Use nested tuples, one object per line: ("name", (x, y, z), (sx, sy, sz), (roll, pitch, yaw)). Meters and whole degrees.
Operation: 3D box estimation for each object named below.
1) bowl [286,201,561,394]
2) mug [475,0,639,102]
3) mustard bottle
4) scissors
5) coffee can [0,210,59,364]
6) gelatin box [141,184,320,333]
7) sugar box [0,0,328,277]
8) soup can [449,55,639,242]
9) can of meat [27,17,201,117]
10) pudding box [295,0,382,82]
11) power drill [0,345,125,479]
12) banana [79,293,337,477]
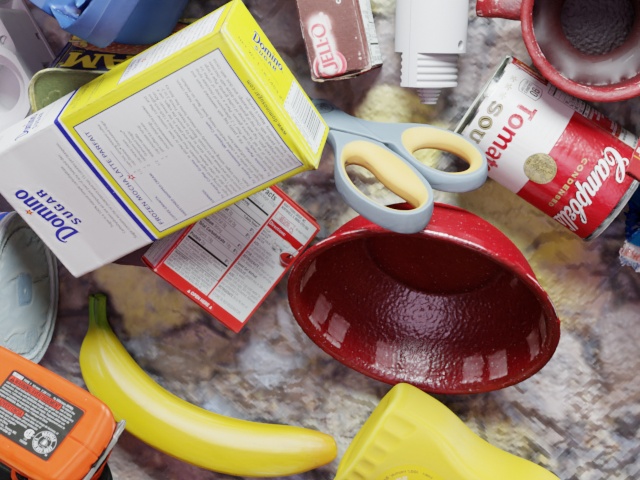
("bowl", (0.064, 0.027, 0.639), (0.162, 0.055, 0.162), (11, 142, 8))
("mug", (0.147, -0.128, 0.606), (0.117, 0.081, 0.093), (4, 101, 8))
("mustard bottle", (0.107, 0.176, 0.681), (0.191, 0.058, 0.096), (31, 121, 1))
("scissors", (0.022, -0.072, 0.626), (0.096, 0.202, 0.016), (-13, 133, -20))
("coffee can", (-0.254, 0.032, 0.688), (0.140, 0.102, 0.103), (0, 101, 9))
("gelatin box", (-0.054, 0.001, 0.663), (0.073, 0.030, 0.089), (40, 86, -31))
("sugar box", (-0.094, -0.052, 0.592), (0.176, 0.048, 0.093), (-21, 120, 27))
("soup can", (0.134, -0.055, 0.630), (0.102, 0.068, 0.068), (34, 104, 2))
("can of meat", (-0.112, -0.095, 0.645), (0.102, 0.084, 0.057), (4, 126, 7))
("pudding box", (0.006, -0.150, 0.620), (0.039, 0.090, 0.113), (-9, 99, 8))
("power drill", (-0.181, 0.135, 0.666), (0.184, 0.188, 0.057), (24, 60, 14))
("banana", (-0.087, 0.114, 0.712), (0.198, 0.037, 0.070), (31, 105, 2))
